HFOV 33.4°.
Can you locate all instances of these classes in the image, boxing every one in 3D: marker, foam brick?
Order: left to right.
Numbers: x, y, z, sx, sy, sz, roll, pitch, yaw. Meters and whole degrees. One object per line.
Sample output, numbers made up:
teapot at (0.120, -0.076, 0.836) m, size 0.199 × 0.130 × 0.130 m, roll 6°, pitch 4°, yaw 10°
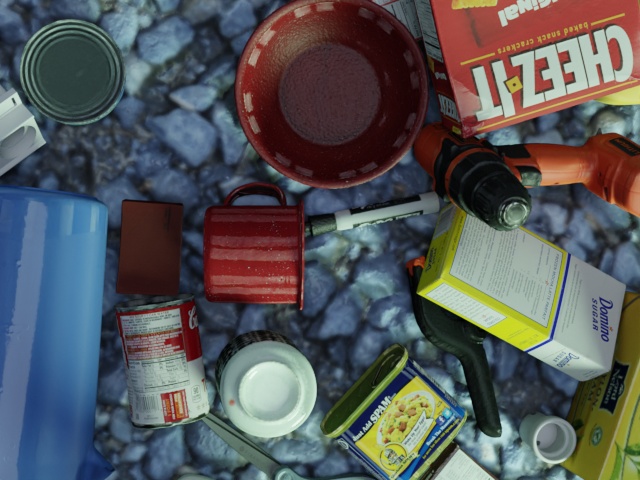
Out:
foam brick at (-0.143, 0.006, 0.897) m, size 0.053 × 0.051 × 0.078 m, roll 4°, pitch 92°, yaw -9°
marker at (0.044, -0.023, 0.937) m, size 0.121 × 0.020 × 0.020 m, roll -11°, pitch 93°, yaw -7°

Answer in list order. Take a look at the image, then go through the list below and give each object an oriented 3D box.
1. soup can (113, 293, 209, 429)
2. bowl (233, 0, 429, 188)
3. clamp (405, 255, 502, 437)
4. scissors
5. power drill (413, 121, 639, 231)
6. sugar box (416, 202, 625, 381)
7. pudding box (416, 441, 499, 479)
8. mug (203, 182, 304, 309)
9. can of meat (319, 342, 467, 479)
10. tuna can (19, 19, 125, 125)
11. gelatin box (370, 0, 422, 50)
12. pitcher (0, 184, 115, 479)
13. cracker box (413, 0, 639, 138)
soup can at (-0.132, 0.100, 0.893) m, size 0.068 × 0.068 × 0.102 m, roll -8°, pitch 93°, yaw -7°
bowl at (0.009, -0.125, 0.905) m, size 0.162 × 0.055 × 0.162 m, roll 0°, pitch 95°, yaw -1°
clamp at (0.147, 0.074, 0.945) m, size 0.120 × 0.039 × 0.171 m, roll -35°, pitch 94°, yaw -22°
scissors at (-0.012, 0.202, 0.939) m, size 0.096 × 0.016 × 0.202 m, roll -36°, pitch 96°, yaw -7°
power drill at (0.187, -0.053, 0.882) m, size 0.187 × 0.184 × 0.057 m, roll 2°, pitch 113°, yaw -16°
sugar box at (0.175, 0.042, 0.919) m, size 0.176 × 0.048 × 0.093 m, roll 30°, pitch 58°, yaw -15°
pudding box at (0.125, 0.242, 0.941) m, size 0.113 × 0.039 × 0.090 m, roll 42°, pitch 83°, yaw -16°
mug at (-0.056, 0.001, 0.897) m, size 0.081 × 0.093 × 0.117 m, roll 0°, pitch 61°, yaw -3°
can of meat at (0.065, 0.155, 0.927) m, size 0.084 × 0.057 × 0.102 m, roll 43°, pitch 87°, yaw -9°
tuna can at (-0.206, -0.139, 0.893) m, size 0.086 × 0.034 × 0.086 m, roll 0°, pitch 92°, yaw -8°
gelatin box at (0.083, -0.212, 0.930) m, size 0.089 × 0.030 × 0.073 m, roll -21°, pitch 96°, yaw -6°
pitcher at (-0.247, 0.080, 0.851) m, size 0.149 × 0.145 × 0.243 m, roll 9°, pitch 86°, yaw -47°
cracker box at (0.158, -0.207, 0.843) m, size 0.164 × 0.072 × 0.213 m, roll -17°, pitch 109°, yaw -3°
